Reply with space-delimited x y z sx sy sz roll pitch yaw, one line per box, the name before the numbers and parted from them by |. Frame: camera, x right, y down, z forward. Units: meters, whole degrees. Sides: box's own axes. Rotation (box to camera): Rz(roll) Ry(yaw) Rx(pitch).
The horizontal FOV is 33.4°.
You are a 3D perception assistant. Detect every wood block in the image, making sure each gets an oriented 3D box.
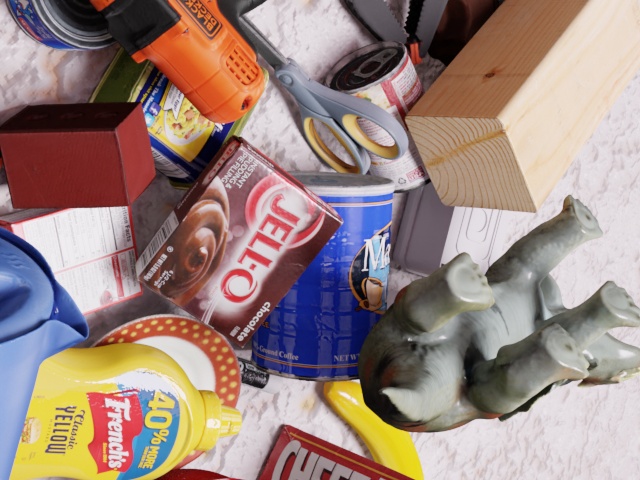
wood block | 0.167 -0.124 0.837 0.205 0.091 0.090 -49 127 -29

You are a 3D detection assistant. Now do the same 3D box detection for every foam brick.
foam brick | -0.147 -0.052 0.650 0.053 0.078 0.051 -70 158 -65

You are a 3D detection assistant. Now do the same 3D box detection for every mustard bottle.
mustard bottle | -0.139 0.112 0.686 0.191 0.058 0.096 9 104 -30

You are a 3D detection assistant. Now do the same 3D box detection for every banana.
banana | 0.054 0.191 0.917 0.069 0.037 0.198 -33 118 -35

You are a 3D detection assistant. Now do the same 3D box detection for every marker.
marker | -0.076 0.093 0.793 0.120 0.020 0.020 24 82 -42

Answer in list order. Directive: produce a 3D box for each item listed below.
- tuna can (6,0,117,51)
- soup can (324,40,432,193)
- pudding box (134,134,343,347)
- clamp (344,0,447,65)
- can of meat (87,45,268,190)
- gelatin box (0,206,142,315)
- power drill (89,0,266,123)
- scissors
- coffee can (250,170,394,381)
tuna can | -0.152 -0.161 0.666 0.085 0.034 0.086 -9 104 -40
soup can | 0.055 -0.096 0.842 0.068 0.069 0.102 -47 126 -26
pudding box | -0.055 0.001 0.704 0.090 0.039 0.113 36 99 -23
clamp | 0.045 -0.235 0.813 0.164 0.036 0.210 -11 117 -15
can of meat | -0.096 -0.098 0.714 0.083 0.058 0.102 38 72 -37
gelatin box | -0.162 0.011 0.693 0.089 0.030 0.073 -21 111 -40
power drill | -0.081 -0.188 0.667 0.184 0.057 0.187 49 46 -22
scissors | -0.004 -0.117 0.773 0.201 0.096 0.016 55 52 -37
coffee can | 0.001 0.023 0.792 0.102 0.103 0.140 -6 102 -41
